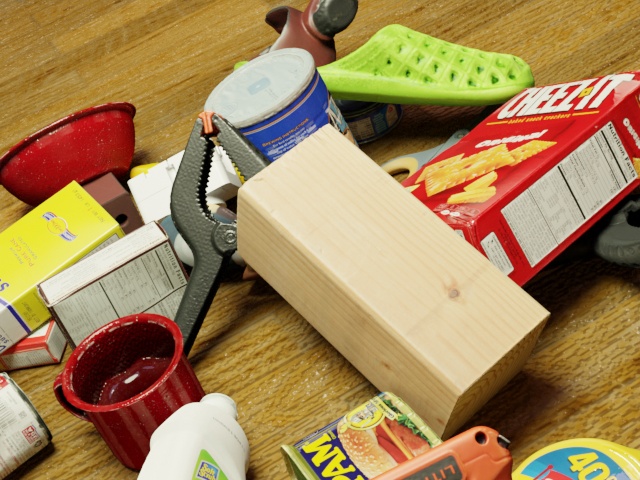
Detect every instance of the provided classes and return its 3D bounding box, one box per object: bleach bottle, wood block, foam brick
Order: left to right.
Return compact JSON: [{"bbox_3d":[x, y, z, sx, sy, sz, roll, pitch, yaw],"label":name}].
[{"bbox_3d":[-0.217,-0.019,1.023,0.078,0.053,0.051,-30,38,-13],"label":"foam brick"},{"bbox_3d":[-0.080,0.192,0.666,0.068,0.102,0.250,-25,26,19],"label":"bleach bottle"},{"bbox_3d":[0.043,0.028,0.739,0.090,0.090,0.206,-38,67,-24],"label":"wood block"}]

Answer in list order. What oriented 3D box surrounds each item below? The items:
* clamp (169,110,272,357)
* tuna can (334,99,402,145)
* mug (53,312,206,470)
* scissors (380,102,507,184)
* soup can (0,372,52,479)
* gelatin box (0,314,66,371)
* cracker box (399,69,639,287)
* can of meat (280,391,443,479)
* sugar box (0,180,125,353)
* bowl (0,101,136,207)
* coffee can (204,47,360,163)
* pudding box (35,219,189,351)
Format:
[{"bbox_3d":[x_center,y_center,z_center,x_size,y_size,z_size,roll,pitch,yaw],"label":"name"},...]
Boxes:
[{"bbox_3d":[-0.055,0.001,0.836,0.164,0.210,0.036,-6,-2,9],"label":"clamp"},{"bbox_3d":[0.037,-0.132,1.067,0.086,0.033,0.086,-13,37,10],"label":"tuna can"},{"bbox_3d":[-0.142,0.116,0.788,0.117,0.081,0.093,-7,40,18],"label":"mug"},{"bbox_3d":[0.111,-0.089,0.992,0.096,0.016,0.201,4,42,29],"label":"scissors"},{"bbox_3d":[-0.264,0.155,0.808,0.102,0.068,0.069,-37,39,-22],"label":"soup can"},{"bbox_3d":[-0.256,0.073,0.942,0.073,0.030,0.089,-10,38,15],"label":"gelatin box"},{"bbox_3d":[0.152,-0.047,0.832,0.213,0.072,0.164,-38,18,-21],"label":"cracker box"},{"bbox_3d":[0.036,0.153,0.683,0.083,0.057,0.102,-28,37,-15],"label":"can of meat"},{"bbox_3d":[-0.258,0.030,0.923,0.176,0.048,0.093,-37,45,-16],"label":"sugar box"},{"bbox_3d":[-0.245,-0.075,1.067,0.162,0.055,0.162,-29,-4,-2],"label":"bowl"},{"bbox_3d":[-0.023,-0.080,0.924,0.103,0.140,0.103,-21,34,15],"label":"coffee can"},{"bbox_3d":[-0.162,0.049,0.879,0.113,0.090,0.039,-31,38,-14],"label":"pudding box"}]
